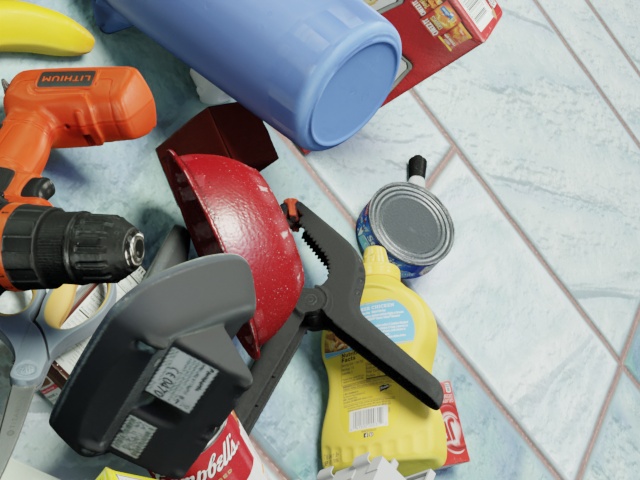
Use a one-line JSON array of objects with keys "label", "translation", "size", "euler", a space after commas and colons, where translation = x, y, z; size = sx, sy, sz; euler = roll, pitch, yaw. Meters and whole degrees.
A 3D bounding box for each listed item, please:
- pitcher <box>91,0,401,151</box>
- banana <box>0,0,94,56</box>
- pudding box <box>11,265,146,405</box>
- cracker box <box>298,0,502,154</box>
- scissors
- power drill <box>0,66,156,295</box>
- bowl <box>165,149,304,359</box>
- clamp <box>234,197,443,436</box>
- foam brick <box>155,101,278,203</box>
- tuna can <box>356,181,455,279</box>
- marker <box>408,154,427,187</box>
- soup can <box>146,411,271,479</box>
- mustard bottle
[{"label": "pitcher", "translation": [-0.053, -0.183, 0.793], "size": [0.144, 0.149, 0.243], "euler": [-33, 61, -32]}, {"label": "banana", "translation": [-0.242, -0.134, 0.748], "size": [0.197, 0.037, 0.069], "euler": [-40, 117, -46]}, {"label": "pudding box", "translation": [-0.141, 0.074, 0.733], "size": [0.090, 0.039, 0.113], "euler": [48, 42, -12]}, {"label": "cracker box", "translation": [0.020, -0.192, 0.894], "size": [0.164, 0.214, 0.072], "euler": [50, 42, -13]}, {"label": "scissors", "translation": [-0.192, 0.073, 0.646], "size": [0.096, 0.016, 0.201], "euler": [13, 38, 12]}, {"label": "power drill", "translation": [-0.172, -0.041, 0.676], "size": [0.187, 0.185, 0.057], "euler": [-68, 154, -48]}, {"label": "bowl", "translation": [-0.055, 0.001, 0.761], "size": [0.055, 0.162, 0.162], "euler": [-23, 85, -11]}, {"label": "clamp", "translation": [0.004, 0.057, 0.832], "size": [0.164, 0.036, 0.210], "euler": [-5, 57, 1]}, {"label": "foam brick", "translation": [-0.081, -0.068, 0.834], "size": [0.051, 0.078, 0.053], "euler": [-16, 81, -45]}, {"label": "tuna can", "translation": [0.077, -0.009, 0.969], "size": [0.086, 0.034, 0.086], "euler": [11, 58, -19]}, {"label": "marker", "translation": [0.091, -0.032, 1.023], "size": [0.020, 0.020, 0.121], "euler": [29, 52, -31]}, {"label": "soup can", "translation": [-0.075, 0.151, 0.707], "size": [0.068, 0.069, 0.102], "euler": [-65, 144, -41]}, {"label": "mustard bottle", "translation": [0.047, 0.092, 0.861], "size": [0.058, 0.096, 0.191], "euler": [39, 43, -51]}]
